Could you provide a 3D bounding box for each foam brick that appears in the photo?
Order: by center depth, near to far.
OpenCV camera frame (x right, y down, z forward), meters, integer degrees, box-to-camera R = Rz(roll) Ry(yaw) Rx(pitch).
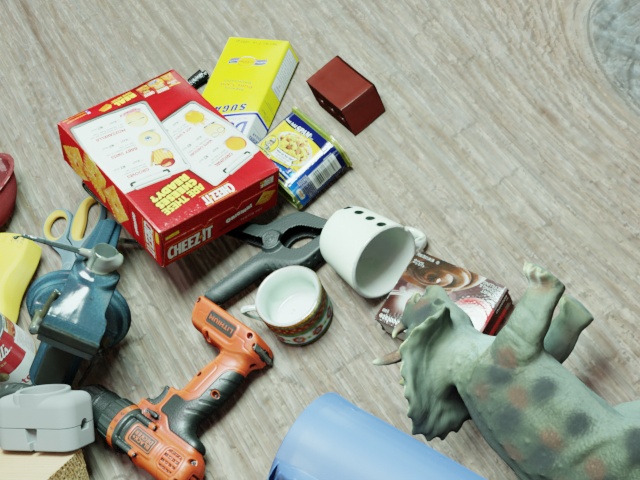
[{"bbox_3d":[0.031,-0.175,1.286,0.051,0.053,0.078,-41,52,-6],"label":"foam brick"}]

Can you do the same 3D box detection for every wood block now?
[{"bbox_3d":[-0.350,0.274,1.113,0.206,0.090,0.090,-3,18,21],"label":"wood block"}]

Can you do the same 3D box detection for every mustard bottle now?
[{"bbox_3d":[-0.409,0.085,1.299,0.096,0.058,0.191,-4,57,26],"label":"mustard bottle"}]

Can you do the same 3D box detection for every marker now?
[{"bbox_3d":[-0.199,-0.188,1.413,0.121,0.020,0.020,-35,52,-2],"label":"marker"}]

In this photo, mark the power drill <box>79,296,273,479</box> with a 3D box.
[{"bbox_3d":[-0.155,0.155,1.149,0.185,0.057,0.187,30,77,31],"label":"power drill"}]

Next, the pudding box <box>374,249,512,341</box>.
[{"bbox_3d":[0.126,0.072,1.094,0.114,0.039,0.090,23,70,33],"label":"pudding box"}]

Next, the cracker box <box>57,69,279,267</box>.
[{"bbox_3d":[-0.176,-0.087,1.229,0.164,0.072,0.214,-31,58,-26],"label":"cracker box"}]

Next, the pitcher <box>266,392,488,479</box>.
[{"bbox_3d":[0.074,0.244,0.939,0.243,0.145,0.149,22,59,28],"label":"pitcher"}]

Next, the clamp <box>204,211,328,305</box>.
[{"bbox_3d":[-0.058,0.001,1.219,0.171,0.039,0.120,-17,58,7],"label":"clamp"}]

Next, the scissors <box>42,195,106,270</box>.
[{"bbox_3d":[-0.325,0.029,1.326,0.096,0.016,0.201,1,59,27],"label":"scissors"}]

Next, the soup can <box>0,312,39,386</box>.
[{"bbox_3d":[-0.365,0.129,1.224,0.068,0.102,0.068,-11,54,16],"label":"soup can"}]

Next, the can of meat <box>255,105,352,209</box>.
[{"bbox_3d":[-0.027,-0.096,1.258,0.084,0.057,0.102,-43,53,-6],"label":"can of meat"}]

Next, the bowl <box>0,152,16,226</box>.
[{"bbox_3d":[-0.453,-0.043,1.387,0.162,0.055,0.162,-21,35,15],"label":"bowl"}]

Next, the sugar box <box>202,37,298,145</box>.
[{"bbox_3d":[-0.103,-0.174,1.347,0.093,0.048,0.176,9,62,27],"label":"sugar box"}]
